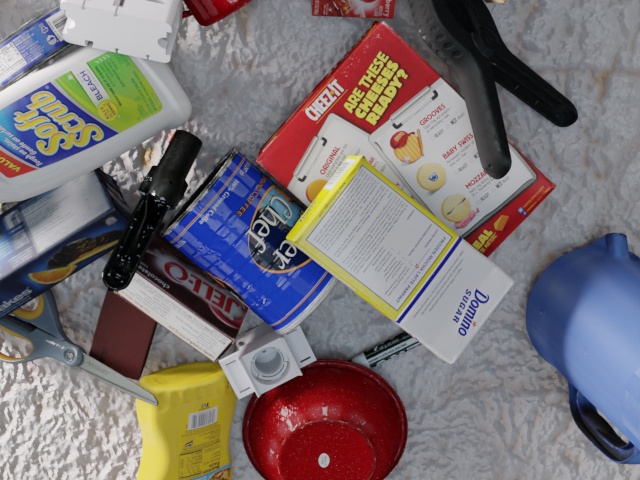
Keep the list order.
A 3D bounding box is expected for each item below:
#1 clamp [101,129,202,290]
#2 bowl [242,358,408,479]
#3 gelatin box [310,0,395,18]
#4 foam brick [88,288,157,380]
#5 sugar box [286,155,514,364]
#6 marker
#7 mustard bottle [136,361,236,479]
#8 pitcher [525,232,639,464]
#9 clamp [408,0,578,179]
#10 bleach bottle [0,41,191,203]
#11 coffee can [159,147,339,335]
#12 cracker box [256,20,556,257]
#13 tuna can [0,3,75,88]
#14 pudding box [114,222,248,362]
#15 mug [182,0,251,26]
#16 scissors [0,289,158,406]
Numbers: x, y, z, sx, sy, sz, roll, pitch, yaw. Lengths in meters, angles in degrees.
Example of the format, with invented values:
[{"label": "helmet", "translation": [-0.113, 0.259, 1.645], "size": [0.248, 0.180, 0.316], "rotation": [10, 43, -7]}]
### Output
[{"label": "clamp", "translation": [-0.130, -0.047, 0.899], "size": [0.039, 0.171, 0.120], "rotation": [31, 134, -17]}, {"label": "bowl", "translation": [0.005, 0.195, 1.011], "size": [0.162, 0.055, 0.162], "rotation": [0, 112, -1]}, {"label": "gelatin box", "translation": [0.030, -0.236, 0.916], "size": [0.073, 0.030, 0.089], "rotation": [1, 129, -3]}, {"label": "foam brick", "translation": [-0.180, 0.081, 0.989], "size": [0.053, 0.051, 0.078], "rotation": [18, 102, -6]}, {"label": "sugar box", "translation": [0.068, 0.016, 0.905], "size": [0.176, 0.048, 0.093], "rotation": [39, 86, -14]}, {"label": "marker", "translation": [0.062, 0.107, 1.022], "size": [0.121, 0.020, 0.020], "rotation": [-26, 103, 4]}, {"label": "mustard bottle", "translation": [-0.128, 0.215, 1.010], "size": [0.096, 0.058, 0.192], "rotation": [-10, 109, -42]}, {"label": "pitcher", "translation": [0.276, 0.111, 0.918], "size": [0.145, 0.243, 0.149], "rotation": [-37, 109, 4]}, {"label": "clamp", "translation": [0.131, -0.155, 0.912], "size": [0.036, 0.164, 0.210], "rotation": [-34, 97, 40]}, {"label": "bleach bottle", "translation": [-0.234, -0.079, 0.882], "size": [0.250, 0.068, 0.102], "rotation": [-37, 100, -24]}, {"label": "coffee can", "translation": [-0.056, 0.001, 0.949], "size": [0.140, 0.103, 0.103], "rotation": [41, 98, -11]}, {"label": "cracker box", "translation": [0.075, -0.065, 0.955], "size": [0.213, 0.072, 0.164], "rotation": [42, 98, -10]}, {"label": "tuna can", "translation": [-0.244, -0.166, 0.909], "size": [0.086, 0.086, 0.033], "rotation": [-32, 105, 5]}, {"label": "pudding box", "translation": [-0.119, 0.046, 0.961], "size": [0.113, 0.090, 0.039], "rotation": [34, 117, -9]}, {"label": "mug", "translation": [-0.099, -0.230, 0.903], "size": [0.117, 0.093, 0.081], "rotation": [-27, 109, 20]}, {"label": "scissors", "translation": [-0.226, 0.083, 0.964], "size": [0.202, 0.016, 0.096], "rotation": [8, 90, 22]}]
